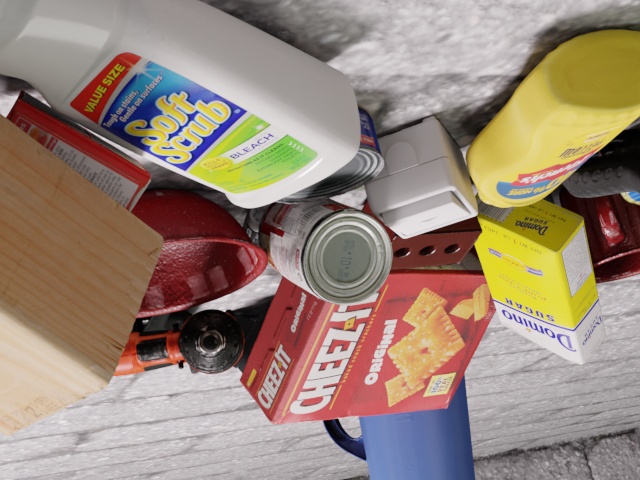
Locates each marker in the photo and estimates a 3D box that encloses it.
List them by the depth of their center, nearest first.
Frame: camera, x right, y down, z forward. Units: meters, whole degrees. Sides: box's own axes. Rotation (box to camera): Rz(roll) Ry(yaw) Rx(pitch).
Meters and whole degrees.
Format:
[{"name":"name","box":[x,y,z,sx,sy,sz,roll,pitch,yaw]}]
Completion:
[{"name":"marker","box":[-0.056,0.001,0.862,0.020,0.020,0.121,-8,162,-14]}]

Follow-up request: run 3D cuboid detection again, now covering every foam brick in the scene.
[{"name":"foam brick","box":[0.078,-0.013,0.845,0.078,0.051,0.053,-4,150,-20]}]

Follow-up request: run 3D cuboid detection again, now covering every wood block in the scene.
[{"name":"wood block","box":[-0.182,-0.013,0.466,0.090,0.090,0.206,-28,123,37]}]

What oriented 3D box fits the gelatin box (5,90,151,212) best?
[{"name":"gelatin box","box":[-0.129,-0.044,0.546,0.073,0.030,0.089,31,-179,-18]}]

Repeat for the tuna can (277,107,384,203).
[{"name":"tuna can","box":[-0.003,-0.056,0.702,0.086,0.034,0.086,-11,162,-4]}]

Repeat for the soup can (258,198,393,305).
[{"name":"soup can","box":[0.002,0.003,0.761,0.068,0.068,0.102,-7,-168,-19]}]

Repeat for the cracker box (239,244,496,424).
[{"name":"cracker box","box":[0.054,0.080,0.967,0.213,0.072,0.164,1,122,-38]}]

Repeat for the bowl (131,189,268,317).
[{"name":"bowl","box":[-0.121,0.006,0.773,0.162,0.055,0.162,-12,162,-4]}]

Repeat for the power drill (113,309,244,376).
[{"name":"power drill","box":[-0.154,0.093,0.861,0.187,0.057,0.184,-7,174,-5]}]

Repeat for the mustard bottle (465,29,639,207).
[{"name":"mustard bottle","box":[0.152,-0.070,0.728,0.096,0.058,0.192,-18,165,-21]}]

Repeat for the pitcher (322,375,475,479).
[{"name":"pitcher","box":[0.090,0.187,1.158,0.144,0.243,0.149,1,165,-31]}]

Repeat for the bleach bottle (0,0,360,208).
[{"name":"bleach bottle","box":[-0.087,-0.082,0.529,0.103,0.068,0.250,-22,157,31]}]

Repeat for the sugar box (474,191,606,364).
[{"name":"sugar box","box":[0.184,0.031,0.903,0.048,0.093,0.176,-46,140,-19]}]
